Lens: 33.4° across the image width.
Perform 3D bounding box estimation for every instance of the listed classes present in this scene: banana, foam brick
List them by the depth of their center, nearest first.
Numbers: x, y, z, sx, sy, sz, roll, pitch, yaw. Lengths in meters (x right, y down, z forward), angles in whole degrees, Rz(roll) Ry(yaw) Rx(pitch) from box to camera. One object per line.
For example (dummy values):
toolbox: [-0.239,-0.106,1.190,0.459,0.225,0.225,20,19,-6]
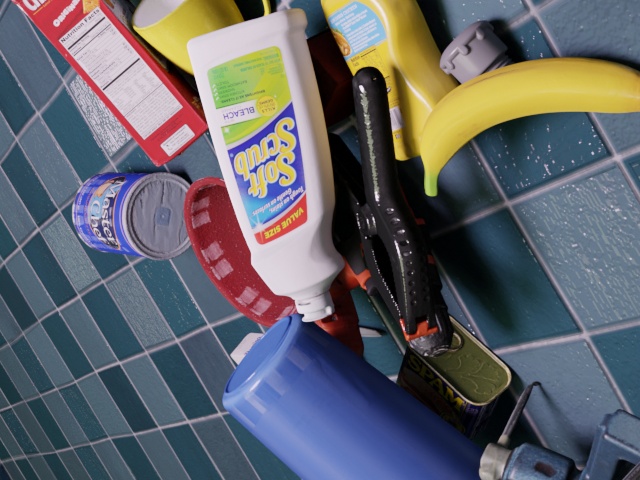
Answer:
banana: [0.141,-0.093,0.759,0.198,0.037,0.069,-21,118,38]
foam brick: [0.006,-0.141,0.933,0.053,0.051,0.078,50,148,13]

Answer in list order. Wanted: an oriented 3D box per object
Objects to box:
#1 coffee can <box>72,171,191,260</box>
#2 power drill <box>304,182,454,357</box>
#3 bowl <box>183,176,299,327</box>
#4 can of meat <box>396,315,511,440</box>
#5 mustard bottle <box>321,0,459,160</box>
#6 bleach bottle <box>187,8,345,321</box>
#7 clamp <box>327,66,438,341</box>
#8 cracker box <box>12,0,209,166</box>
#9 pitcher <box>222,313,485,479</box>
coffee can: [-0.224,-0.032,1.291,0.141,0.102,0.103,5,122,52]
power drill: [0.046,0.048,0.985,0.188,0.057,0.184,-49,51,51]
bowl: [-0.057,0.001,1.009,0.162,0.055,0.162,32,140,31]
can of meat: [0.122,0.132,1.008,0.102,0.057,0.084,42,148,24]
mustard bottle: [0.050,-0.161,0.848,0.191,0.058,0.096,62,160,-7]
bleach bottle: [-0.029,-0.057,0.886,0.103,0.068,0.251,-14,99,15]
clamp: [0.046,-0.022,0.869,0.165,0.036,0.210,153,101,-75]
cracker box: [-0.194,-0.179,1.046,0.213,0.072,0.164,49,-173,-9]
pitcher: [0.033,0.177,0.962,0.242,0.144,0.149,41,137,-9]
